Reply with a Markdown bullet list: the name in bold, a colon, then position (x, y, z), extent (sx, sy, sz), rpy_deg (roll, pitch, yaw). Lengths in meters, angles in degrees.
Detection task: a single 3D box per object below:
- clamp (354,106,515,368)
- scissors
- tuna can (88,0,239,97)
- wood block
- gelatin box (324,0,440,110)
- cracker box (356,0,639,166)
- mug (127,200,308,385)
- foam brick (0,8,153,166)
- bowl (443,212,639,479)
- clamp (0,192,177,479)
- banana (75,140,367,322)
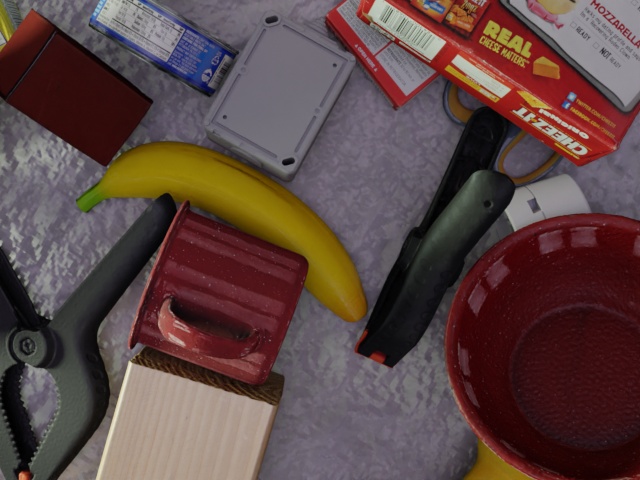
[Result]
- **clamp**: position (0.068, 0.009, 0.623), extent (0.039, 0.120, 0.171), rpy_deg (24, 107, 2)
- **scissors**: position (0.151, -0.130, 0.665), extent (0.096, 0.016, 0.202), rpy_deg (28, 94, -1)
- **tuna can**: position (-0.093, -0.120, 0.634), extent (0.086, 0.086, 0.034), rpy_deg (31, 95, -1)
- **wood block**: position (-0.094, 0.175, 0.652), extent (0.091, 0.090, 0.206), rpy_deg (16, 94, 0)
- **gelatin box**: position (0.059, -0.136, 0.659), extent (0.089, 0.030, 0.073), rpy_deg (-39, 92, 1)
- **cracker box**: position (0.144, -0.176, 0.613), extent (0.164, 0.072, 0.213), rpy_deg (32, 82, -2)
- **mug**: position (-0.058, 0.037, 0.611), extent (0.081, 0.117, 0.093), rpy_deg (21, 104, -3)
- **foam brick**: position (-0.149, -0.090, 0.636), extent (0.078, 0.053, 0.051), rpy_deg (36, 91, -39)
- **bowl**: position (0.152, 0.068, 0.600), extent (0.162, 0.055, 0.162), rpy_deg (-4, 64, 8)
- **clamp**: position (-0.164, 0.058, 0.662), extent (0.165, 0.036, 0.210), rpy_deg (0, 96, 16)
- **banana**: position (-0.052, -0.015, 0.668), extent (0.198, 0.037, 0.070), rpy_deg (24, 122, 2)
